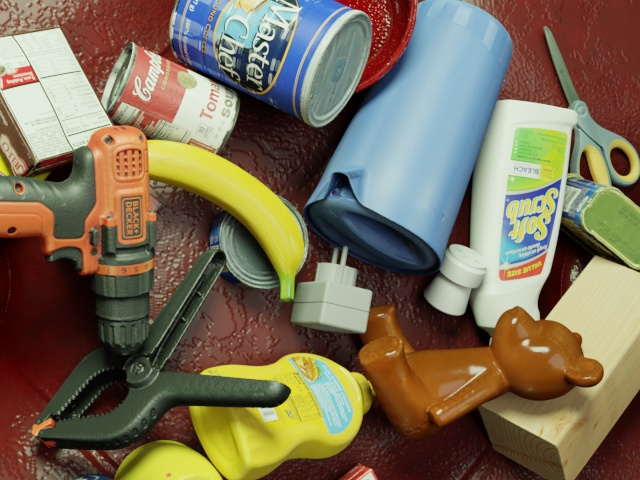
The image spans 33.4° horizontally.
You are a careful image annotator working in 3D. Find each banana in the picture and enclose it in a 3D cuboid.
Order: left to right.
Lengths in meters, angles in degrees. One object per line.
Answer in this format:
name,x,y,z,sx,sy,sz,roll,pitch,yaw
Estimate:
banana,-0.080,-0.033,0.903,0.197,0.037,0.069,39,52,-14

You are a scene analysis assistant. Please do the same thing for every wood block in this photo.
wood block,0.258,0.127,1.052,0.206,0.091,0.090,-48,140,-21

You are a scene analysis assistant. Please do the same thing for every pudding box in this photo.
pudding box,-0.225,-0.111,0.854,0.089,0.039,0.113,-25,86,-50

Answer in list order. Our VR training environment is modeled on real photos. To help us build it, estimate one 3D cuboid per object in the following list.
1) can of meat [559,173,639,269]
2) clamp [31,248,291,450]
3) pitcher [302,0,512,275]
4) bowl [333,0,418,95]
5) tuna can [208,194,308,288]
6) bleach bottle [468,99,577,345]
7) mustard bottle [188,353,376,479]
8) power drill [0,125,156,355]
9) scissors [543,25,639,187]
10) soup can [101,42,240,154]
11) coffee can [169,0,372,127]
can of meat,0.290,-0.019,1.090,0.102,0.084,0.057,36,91,-17
clamp,-0.132,0.115,0.863,0.210,0.165,0.036,-35,141,-5
pitcher,0.094,-0.093,0.996,0.145,0.149,0.242,27,71,-6
bowl,0.016,-0.205,0.970,0.162,0.055,0.162,-1,87,19
tuna can,-0.056,0.001,0.958,0.086,0.034,0.086,2,85,-25
bleach bottle,0.198,-0.009,1.067,0.102,0.068,0.251,5,86,-25
mustard bottle,-0.019,0.146,0.934,0.191,0.058,0.096,-5,54,-45
power drill,-0.212,0.011,0.798,0.187,0.057,0.184,-9,107,-34
scissors,0.293,-0.134,1.145,0.096,0.016,0.202,-10,92,-24
soup can,-0.129,-0.117,0.914,0.102,0.069,0.068,23,77,-23
coffee can,-0.042,-0.171,0.905,0.140,0.103,0.102,28,71,18
